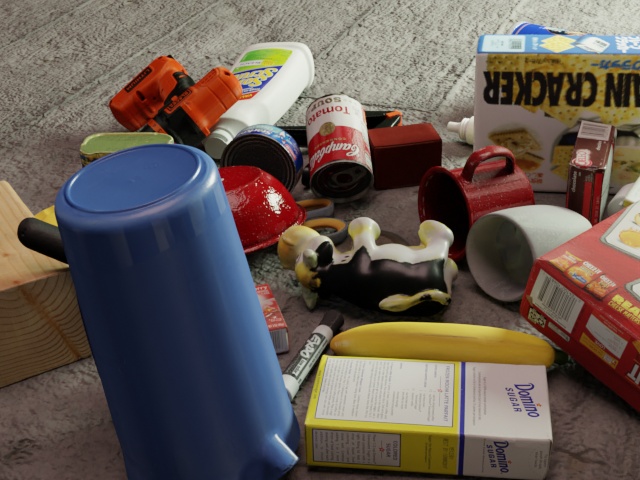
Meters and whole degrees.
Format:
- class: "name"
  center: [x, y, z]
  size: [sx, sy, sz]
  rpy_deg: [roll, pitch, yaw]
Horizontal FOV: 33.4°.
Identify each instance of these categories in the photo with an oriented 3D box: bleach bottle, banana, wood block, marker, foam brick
- class: "bleach bottle"
  center: [-0.084, -0.171, 1.332]
  size: [0.103, 0.068, 0.250]
  rpy_deg: [1, 32, 14]
- class: "banana"
  center: [0.101, 0.090, 0.863]
  size: [0.198, 0.069, 0.037]
  rpy_deg: [4, 69, 10]
- class: "wood block"
  center: [-0.289, 0.032, 0.966]
  size: [0.090, 0.091, 0.206]
  rpy_deg: [-18, 33, -25]
- class: "marker"
  center: [-0.009, 0.094, 0.897]
  size: [0.020, 0.020, 0.121]
  rpy_deg: [9, 32, 21]
- class: "foam brick"
  center: [0.092, -0.094, 1.185]
  size: [0.078, 0.053, 0.051]
  rpy_deg: [-7, 30, -8]

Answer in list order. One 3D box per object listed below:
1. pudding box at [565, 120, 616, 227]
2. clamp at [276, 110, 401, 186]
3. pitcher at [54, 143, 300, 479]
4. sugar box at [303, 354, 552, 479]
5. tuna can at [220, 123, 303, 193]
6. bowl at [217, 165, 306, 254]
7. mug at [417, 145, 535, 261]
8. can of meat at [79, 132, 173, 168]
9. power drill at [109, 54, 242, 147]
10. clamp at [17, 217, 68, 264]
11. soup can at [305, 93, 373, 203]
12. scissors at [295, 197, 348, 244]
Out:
- class: "pudding box"
  center: [0.267, -0.057, 1.062]
  size: [0.039, 0.090, 0.113]
  rpy_deg: [9, 31, 18]
- class: "clamp"
  center: [0.015, -0.121, 1.252]
  size: [0.171, 0.039, 0.120]
  rpy_deg: [-23, 47, -31]
- class: "pitcher"
  center: [-0.108, 0.058, 0.747]
  size: [0.149, 0.243, 0.145]
  rpy_deg: [-11, 31, 1]
- class: "sugar box"
  center: [0.081, 0.131, 0.799]
  size: [0.176, 0.048, 0.093]
  rpy_deg: [5, 30, 7]
- class: "tuna can"
  center: [-0.062, -0.081, 1.145]
  size: [0.086, 0.086, 0.033]
  rpy_deg: [5, 29, 15]
- class: "bowl"
  center: [-0.097, -0.034, 1.067]
  size: [0.162, 0.055, 0.162]
  rpy_deg: [-10, 20, 4]
- class: "mug"
  center: [0.154, -0.042, 1.027]
  size: [0.081, 0.117, 0.093]
  rpy_deg: [-12, 42, -25]
- class: "can of meat"
  center: [-0.201, -0.067, 1.137]
  size: [0.102, 0.084, 0.057]
  rpy_deg: [0, 30, 6]
- class: "power drill"
  center: [-0.191, -0.145, 1.265]
  size: [0.184, 0.057, 0.188]
  rpy_deg: [-41, 32, -6]
- class: "clamp"
  center: [-0.141, 0.032, 0.891]
  size: [0.210, 0.036, 0.164]
  rpy_deg: [37, 24, 32]
- class: "soup can"
  center: [0.019, -0.100, 1.153]
  size: [0.068, 0.068, 0.102]
  rpy_deg: [-4, 53, -1]
- class: "scissors"
  center: [-0.057, 0.001, 1.070]
  size: [0.201, 0.016, 0.096]
  rpy_deg: [-25, 35, -32]
